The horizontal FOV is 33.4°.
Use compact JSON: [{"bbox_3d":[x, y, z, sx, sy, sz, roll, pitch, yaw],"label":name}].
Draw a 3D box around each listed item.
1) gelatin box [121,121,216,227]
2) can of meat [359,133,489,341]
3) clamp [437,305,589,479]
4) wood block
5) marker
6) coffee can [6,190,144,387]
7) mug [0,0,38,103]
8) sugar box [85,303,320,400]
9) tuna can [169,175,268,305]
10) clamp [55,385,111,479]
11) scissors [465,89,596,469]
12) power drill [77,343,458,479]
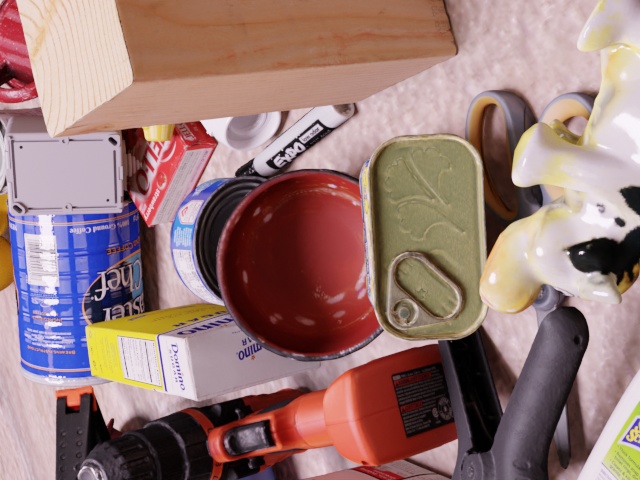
[{"bbox_3d":[-0.121,-0.067,0.797,0.073,0.030,0.089,56,136,24],"label":"gelatin box"},{"bbox_3d":[0.051,-0.003,0.563,0.084,0.057,0.102,-146,53,-87],"label":"can of meat"},{"bbox_3d":[0.095,0.111,0.535,0.120,0.039,0.171,139,132,-67],"label":"clamp"},{"bbox_3d":[-0.039,-0.118,0.553,0.091,0.205,0.090,-17,86,51],"label":"wood block"},{"bbox_3d":[-0.021,-0.061,0.690,0.121,0.020,0.020,-32,75,48],"label":"marker"},{"bbox_3d":[-0.192,0.033,0.851,0.103,0.102,0.140,14,110,47],"label":"coffee can"},{"bbox_3d":[-0.199,-0.140,0.809,0.082,0.117,0.093,23,140,39],"label":"mug"},{"bbox_3d":[-0.085,0.071,0.726,0.177,0.093,0.048,-8,93,58],"label":"sugar box"},{"bbox_3d":[-0.055,0.001,0.695,0.034,0.085,0.086,3,102,51],"label":"tuna can"},{"bbox_3d":[-0.159,0.209,0.771,0.164,0.036,0.210,50,-148,-87],"label":"clamp"},{"bbox_3d":[0.126,0.013,0.541,0.096,0.016,0.202,-25,81,49],"label":"scissors"},{"bbox_3d":[-0.024,0.111,0.628,0.188,0.184,0.057,-18,84,41],"label":"power drill"}]
